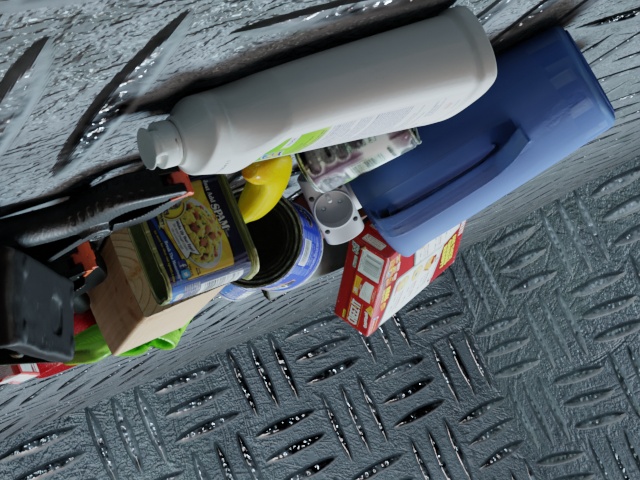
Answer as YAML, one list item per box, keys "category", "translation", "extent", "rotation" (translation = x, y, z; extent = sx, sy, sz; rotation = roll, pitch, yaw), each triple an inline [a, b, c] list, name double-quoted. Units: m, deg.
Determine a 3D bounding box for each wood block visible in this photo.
- category: "wood block"
  translation: [-0.175, 0.045, 1.094]
  extent: [0.090, 0.090, 0.206]
  rotation: [-22, 172, -23]

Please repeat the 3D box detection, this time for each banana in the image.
- category: "banana"
  translation: [-0.051, -0.051, 0.940]
  extent: [0.069, 0.037, 0.198]
  rotation: [-62, 180, -18]

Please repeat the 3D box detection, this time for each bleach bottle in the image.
- category: "bleach bottle"
  translation: [-0.005, -0.096, 0.738]
  extent: [0.250, 0.068, 0.103]
  rotation: [-18, 171, -29]

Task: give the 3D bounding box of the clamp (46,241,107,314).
- category: "clamp"
  translation: [-0.274, 0.052, 1.030]
  extent: [0.164, 0.036, 0.210]
  rotation: [-16, 170, -33]

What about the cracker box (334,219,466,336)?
- category: "cracker box"
  translation: [0.118, 0.010, 1.486]
  extent: [0.213, 0.072, 0.164]
  rotation: [-38, 152, -36]

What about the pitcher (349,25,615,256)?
- category: "pitcher"
  translation: [0.147, -0.092, 1.001]
  extent: [0.243, 0.149, 0.144]
  rotation: [-30, 152, 18]

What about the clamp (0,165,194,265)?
- category: "clamp"
  translation: [-0.183, -0.018, 0.810]
  extent: [0.171, 0.039, 0.120]
  rotation: [-25, 176, 11]

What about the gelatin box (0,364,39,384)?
- category: "gelatin box"
  translation: [-0.336, 0.115, 1.142]
  extent: [0.030, 0.073, 0.089]
  rotation: [-23, 174, -4]

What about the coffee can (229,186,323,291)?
- category: "coffee can"
  translation: [-0.057, 0.001, 1.118]
  extent: [0.103, 0.103, 0.140]
  rotation: [-25, 173, 6]

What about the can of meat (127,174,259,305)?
- category: "can of meat"
  translation: [-0.111, -0.004, 0.901]
  extent: [0.083, 0.102, 0.058]
  rotation: [-19, 171, -24]
